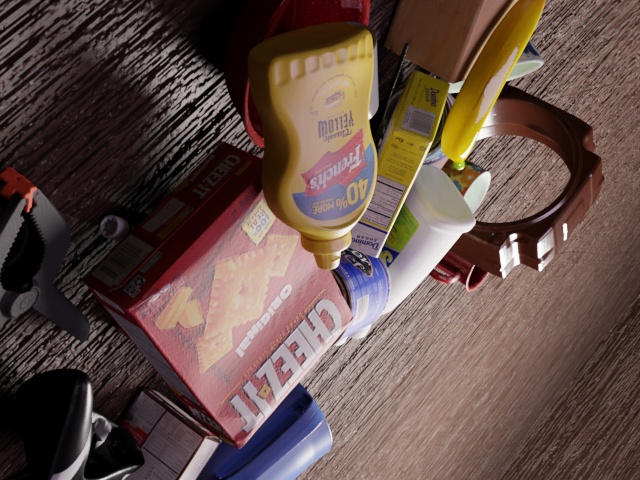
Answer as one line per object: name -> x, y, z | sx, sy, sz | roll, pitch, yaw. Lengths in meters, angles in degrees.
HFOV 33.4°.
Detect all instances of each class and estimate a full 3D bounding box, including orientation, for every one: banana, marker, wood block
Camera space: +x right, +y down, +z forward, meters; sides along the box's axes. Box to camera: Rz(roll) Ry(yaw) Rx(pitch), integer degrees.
banana -> 0.162, -0.156, 1.045 | 0.198, 0.037, 0.069 | -64, 172, 20
marker -> -0.142, -0.003, 0.886 | 0.020, 0.020, 0.121 | -59, 157, 5
wood block -> 0.149, -0.269, 1.030 | 0.090, 0.090, 0.206 | -25, 141, -51

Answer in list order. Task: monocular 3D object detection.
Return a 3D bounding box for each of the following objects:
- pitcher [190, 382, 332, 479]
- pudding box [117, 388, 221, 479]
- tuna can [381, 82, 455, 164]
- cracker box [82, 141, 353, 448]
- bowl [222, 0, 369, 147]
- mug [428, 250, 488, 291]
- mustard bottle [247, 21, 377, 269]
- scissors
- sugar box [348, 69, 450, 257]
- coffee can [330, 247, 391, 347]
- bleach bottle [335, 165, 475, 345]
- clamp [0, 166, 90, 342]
pitcher -> -0.108, 0.242, 1.116 | 0.242, 0.145, 0.149 | -39, 145, -30
pudding box -> -0.164, 0.212, 1.023 | 0.113, 0.090, 0.039 | -57, 156, -2
tuna can -> 0.105, -0.125, 1.129 | 0.086, 0.086, 0.033 | -61, 155, 9
cracker box -> -0.074, 0.051, 0.896 | 0.164, 0.072, 0.213 | -47, 137, -18
bowl -> -0.029, -0.158, 0.866 | 0.162, 0.055, 0.162 | -43, 153, -29
mug -> 0.188, 0.018, 1.472 | 0.117, 0.082, 0.093 | -41, 152, -33
mustard bottle -> -0.001, -0.064, 0.821 | 0.096, 0.058, 0.192 | -23, 124, -31
scissors -> 0.051, -0.098, 1.084 | 0.202, 0.016, 0.096 | 108, 2, -51
sugar box -> 0.075, -0.073, 1.063 | 0.176, 0.048, 0.093 | 108, 3, -49
coffee can -> 0.006, 0.056, 1.114 | 0.103, 0.103, 0.140 | -64, 165, 14
bleach bottle -> 0.074, 0.034, 1.219 | 0.067, 0.103, 0.251 | 6, 132, -34
clamp -> -0.216, 0.034, 0.766 | 0.164, 0.036, 0.210 | -29, 148, -50
